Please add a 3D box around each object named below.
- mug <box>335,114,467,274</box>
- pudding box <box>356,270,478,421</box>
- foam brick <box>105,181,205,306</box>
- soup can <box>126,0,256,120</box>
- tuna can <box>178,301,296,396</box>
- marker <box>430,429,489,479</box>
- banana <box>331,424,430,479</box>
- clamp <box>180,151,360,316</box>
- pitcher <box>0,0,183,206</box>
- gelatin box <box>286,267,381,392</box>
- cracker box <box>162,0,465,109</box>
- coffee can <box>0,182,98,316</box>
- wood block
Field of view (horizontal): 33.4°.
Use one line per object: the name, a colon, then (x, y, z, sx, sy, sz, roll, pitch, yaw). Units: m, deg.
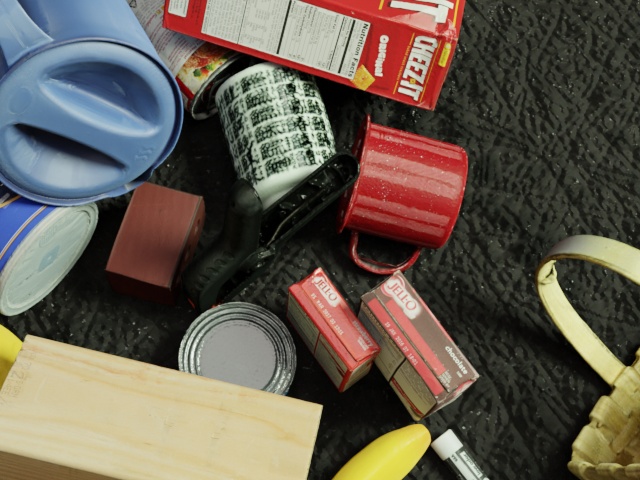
mug: (0.059, -0.029, 0.813, 0.081, 0.093, 0.117, 14, 100, -4)
pudding box: (0.064, 0.078, 0.758, 0.039, 0.113, 0.090, -33, 77, -12)
foam brick: (-0.123, 0.003, 0.802, 0.051, 0.053, 0.078, 17, 72, 1)
soup can: (-0.110, -0.154, 0.847, 0.068, 0.068, 0.102, -41, 78, -15)
tuna can: (-0.061, 0.091, 0.787, 0.086, 0.034, 0.086, 1, 72, -4)
marker: (0.125, 0.191, 0.774, 0.020, 0.020, 0.121, -36, 77, -14)
banana: (0.018, 0.214, 0.753, 0.069, 0.037, 0.197, 25, 72, -14)
clamp: (-0.055, 0.001, 0.751, 0.120, 0.172, 0.039, -5, 54, -52)
pitcher: (-0.198, -0.154, 0.762, 0.144, 0.149, 0.243, 2, 40, -31)
gelatin box: (0.008, 0.066, 0.770, 0.030, 0.089, 0.073, -34, 77, -13)
cracker box: (0.004, -0.199, 0.828, 0.213, 0.072, 0.164, 17, 40, 0)
coffee can: (-0.249, -0.027, 0.777, 0.140, 0.103, 0.102, 37, 73, 8)
wood block: (-0.113, 0.146, 0.723, 0.206, 0.091, 0.090, 14, 48, 1)
